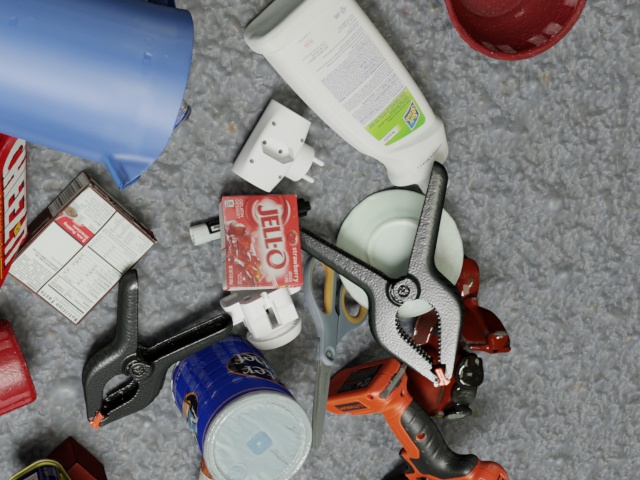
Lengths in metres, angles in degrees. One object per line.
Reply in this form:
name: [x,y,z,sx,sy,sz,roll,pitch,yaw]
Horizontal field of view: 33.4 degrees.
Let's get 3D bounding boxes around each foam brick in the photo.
foam brick: [-0.252,0.243,1.040,0.078,0.051,0.053,-41,118,-3]

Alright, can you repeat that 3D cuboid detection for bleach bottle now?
bleach bottle: [0.042,-0.131,1.016,0.102,0.068,0.250,-42,120,-2]

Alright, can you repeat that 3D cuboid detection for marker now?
marker: [-0.067,-0.019,1.037,0.121,0.020,0.020,-15,113,-16]

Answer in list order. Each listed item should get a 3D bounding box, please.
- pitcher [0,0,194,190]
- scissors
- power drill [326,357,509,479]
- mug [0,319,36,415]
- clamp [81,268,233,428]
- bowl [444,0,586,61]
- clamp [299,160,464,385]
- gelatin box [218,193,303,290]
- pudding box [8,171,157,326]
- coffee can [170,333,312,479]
pitcher: [-0.221,-0.147,0.780,0.242,0.149,0.145,14,116,-22]
scissors: [0.018,0.109,1.054,0.096,0.016,0.202,13,64,-43]
power drill: [0.084,0.214,1.120,0.187,0.185,0.057,49,51,-13]
mug: [-0.310,0.110,0.958,0.081,0.093,0.117,-21,81,-18]
clamp: [-0.179,0.104,1.010,0.120,0.039,0.171,40,102,-24]
bowl: [0.179,-0.257,1.027,0.162,0.055,0.162,-7,111,-19]
clamp: [0.088,0.037,1.033,0.165,0.036,0.210,-31,90,12]
gelatin box: [-0.057,0.001,1.008,0.073,0.030,0.089,-2,82,-13]
pudding box: [-0.221,0.009,0.977,0.113,0.039,0.090,-45,119,1]
coffee can: [-0.079,0.163,1.028,0.102,0.140,0.103,-7,111,-19]
